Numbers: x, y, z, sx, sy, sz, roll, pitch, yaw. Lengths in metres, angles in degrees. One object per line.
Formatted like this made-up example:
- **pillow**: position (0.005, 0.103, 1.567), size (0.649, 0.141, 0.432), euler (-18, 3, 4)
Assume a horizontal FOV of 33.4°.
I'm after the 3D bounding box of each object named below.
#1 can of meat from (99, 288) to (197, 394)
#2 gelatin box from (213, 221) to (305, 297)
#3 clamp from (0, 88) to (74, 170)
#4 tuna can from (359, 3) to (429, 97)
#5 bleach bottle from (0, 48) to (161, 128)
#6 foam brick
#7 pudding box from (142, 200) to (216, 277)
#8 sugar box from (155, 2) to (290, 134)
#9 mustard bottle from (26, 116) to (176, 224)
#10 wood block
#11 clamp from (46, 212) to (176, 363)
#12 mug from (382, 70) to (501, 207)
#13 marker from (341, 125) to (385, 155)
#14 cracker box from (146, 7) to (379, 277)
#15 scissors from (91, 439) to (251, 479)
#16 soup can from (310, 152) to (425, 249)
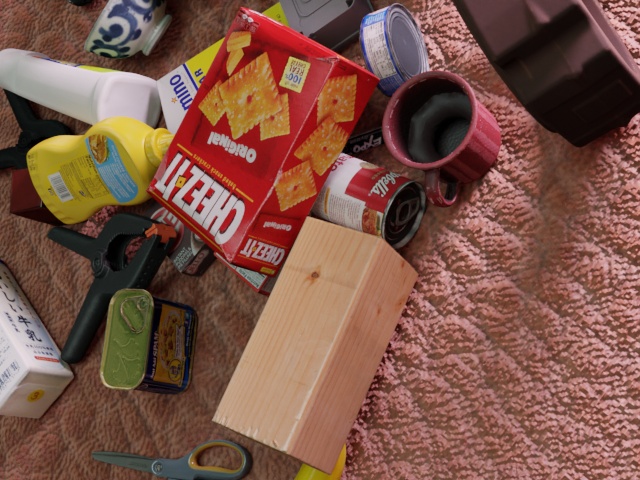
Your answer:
- **can of meat**: position (-0.174, 0.107, 1.102), size (0.058, 0.083, 0.102), euler (-1, 77, 31)
- **gelatin box**: position (-0.057, 0.001, 1.092), size (0.073, 0.030, 0.089), euler (38, 98, 31)
- **clamp**: position (-0.357, -0.108, 1.291), size (0.172, 0.039, 0.120), euler (33, 96, 33)
- **tuna can**: position (0.071, -0.182, 1.029), size (0.034, 0.086, 0.086), euler (-15, 71, 28)
- **bleach bottle**: position (-0.306, -0.183, 1.242), size (0.251, 0.102, 0.068), euler (19, 102, 32)
- **foam brick**: position (-0.310, -0.051, 1.226), size (0.053, 0.078, 0.051), euler (-7, 76, 29)
- **pudding box**: position (-0.129, -0.031, 1.137), size (0.113, 0.039, 0.090), euler (-49, 59, 11)
- **sugar box**: position (-0.091, -0.170, 1.146), size (0.176, 0.048, 0.093), euler (-27, 65, 21)
- **mustard bottle**: position (-0.220, -0.081, 1.137), size (0.192, 0.058, 0.096), euler (-13, 111, 33)
- **wood block**: position (-0.002, 0.096, 0.978), size (0.091, 0.090, 0.206), euler (17, 76, 34)
- **clamp**: position (-0.235, 0.020, 1.169), size (0.210, 0.036, 0.164), euler (-36, 60, 35)
- **mug**: position (0.115, -0.087, 0.981), size (0.093, 0.081, 0.117), euler (-5, 75, 29)
- **marker**: position (0.049, -0.100, 1.061), size (0.121, 0.020, 0.020), euler (-17, 69, 26)
- **cracker box**: position (-0.062, -0.099, 1.025), size (0.164, 0.072, 0.214), euler (37, 102, 43)
- **scissors**: position (-0.156, 0.252, 1.095), size (0.202, 0.016, 0.096), euler (-14, 71, 27)
- **soup can**: position (0.040, -0.040, 1.022), size (0.102, 0.068, 0.068), euler (24, 90, 33)
